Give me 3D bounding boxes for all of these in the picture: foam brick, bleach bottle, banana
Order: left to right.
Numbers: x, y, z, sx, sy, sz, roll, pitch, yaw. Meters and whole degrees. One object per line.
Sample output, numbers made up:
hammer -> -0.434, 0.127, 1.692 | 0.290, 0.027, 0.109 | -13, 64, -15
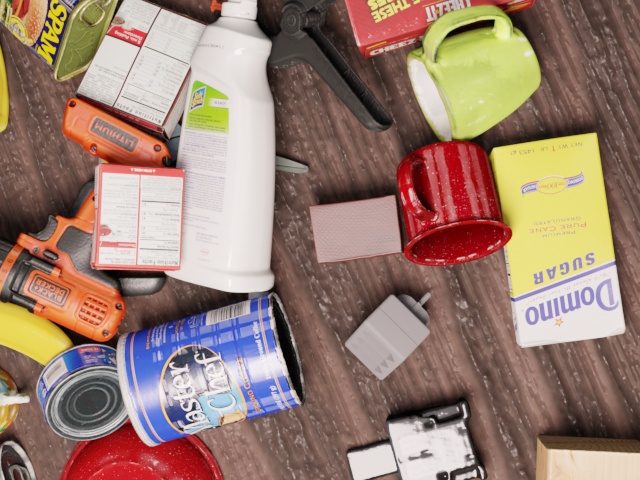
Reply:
banana -> -0.296, 0.083, 0.947 | 0.197, 0.037, 0.070 | 21, 99, -11
bleach bottle -> -0.077, -0.087, 0.931 | 0.103, 0.067, 0.251 | 12, 98, 37
foam brick -> 0.033, -0.009, 0.951 | 0.078, 0.051, 0.053 | -7, 88, 6

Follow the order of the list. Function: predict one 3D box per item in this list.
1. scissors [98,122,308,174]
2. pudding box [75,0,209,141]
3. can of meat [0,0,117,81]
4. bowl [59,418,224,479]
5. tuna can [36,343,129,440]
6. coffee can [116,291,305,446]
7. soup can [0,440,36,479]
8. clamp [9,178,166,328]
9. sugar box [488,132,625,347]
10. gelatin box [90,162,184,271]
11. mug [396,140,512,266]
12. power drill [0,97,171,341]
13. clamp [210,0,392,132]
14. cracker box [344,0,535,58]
scissors -> -0.120, -0.071, 0.988 | 0.202, 0.016, 0.096 | 28, 92, 6
pudding box -> -0.158, -0.158, 0.974 | 0.090, 0.039, 0.113 | 22, 78, 6
can of meat -> -0.240, -0.211, 0.968 | 0.084, 0.057, 0.102 | 43, 136, 9
bowl -> -0.168, 0.241, 0.960 | 0.162, 0.055, 0.162 | 0, 87, 5
tuna can -> -0.208, 0.136, 0.954 | 0.086, 0.086, 0.034 | -42, 40, 3
coffee can -> -0.094, 0.112, 0.934 | 0.140, 0.103, 0.103 | -16, 86, 5
soup can -> -0.318, 0.232, 0.970 | 0.102, 0.068, 0.068 | -22, 85, 5
clamp -> -0.230, 0.039, 0.985 | 0.171, 0.039, 0.120 | -42, 81, 3
sugar box -> 0.207, 0.001, 0.935 | 0.093, 0.048, 0.176 | -9, 85, 6
gelatin box -> -0.155, -0.019, 0.906 | 0.073, 0.030, 0.089 | 3, 89, -19
mug -> 0.103, -0.035, 0.908 | 0.093, 0.117, 0.081 | -26, 62, 35
power drill -> -0.229, -0.027, 0.940 | 0.184, 0.057, 0.187 | 26, 84, -6
clamp -> -0.009, -0.201, 0.923 | 0.210, 0.036, 0.165 | 26, 115, 33
cracker box -> 0.084, -0.290, 0.948 | 0.164, 0.072, 0.214 | -16, 87, 7
